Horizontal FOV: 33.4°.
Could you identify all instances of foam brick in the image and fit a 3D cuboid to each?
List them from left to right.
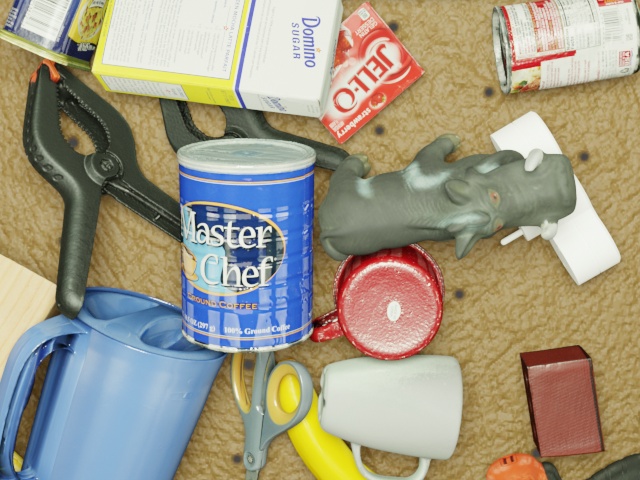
[{"bbox_3d":[0.194,0.129,0.861,0.051,0.053,0.078,-9,96,4],"label":"foam brick"}]

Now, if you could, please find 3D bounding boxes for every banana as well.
[{"bbox_3d":[0.027,0.182,0.888,0.198,0.037,0.069,39,70,-5],"label":"banana"}]

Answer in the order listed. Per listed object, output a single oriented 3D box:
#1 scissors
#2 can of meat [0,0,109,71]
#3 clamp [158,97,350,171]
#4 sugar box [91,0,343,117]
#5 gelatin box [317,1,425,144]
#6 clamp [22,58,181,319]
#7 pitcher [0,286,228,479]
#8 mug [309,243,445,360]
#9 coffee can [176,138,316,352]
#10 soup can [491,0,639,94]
[{"bbox_3d":[-0.041,0.175,0.876,0.096,0.016,0.202,3,98,45],"label":"scissors"},{"bbox_3d":[-0.196,-0.181,0.820,0.057,0.102,0.084,24,96,0],"label":"can of meat"},{"bbox_3d":[-0.058,-0.079,0.855,0.120,0.039,0.171,-36,98,7],"label":"clamp"},{"bbox_3d":[-0.076,-0.152,0.815,0.176,0.048,0.093,9,77,6],"label":"sugar box"},{"bbox_3d":[0.027,-0.133,0.848,0.089,0.030,0.073,-39,94,7],"label":"gelatin box"},{"bbox_3d":[-0.178,-0.043,0.829,0.036,0.164,0.210,-36,86,43],"label":"clamp"},{"bbox_3d":[-0.180,0.166,0.846,0.149,0.145,0.243,20,101,-3],"label":"pitcher"},{"bbox_3d":[0.043,0.052,0.845,0.117,0.081,0.093,-21,96,6],"label":"mug"},{"bbox_3d":[-0.055,0.001,0.803,0.103,0.102,0.140,2,106,3],"label":"coffee can"},{"bbox_3d":[0.187,-0.153,0.817,0.102,0.068,0.068,-8,97,4],"label":"soup can"}]
